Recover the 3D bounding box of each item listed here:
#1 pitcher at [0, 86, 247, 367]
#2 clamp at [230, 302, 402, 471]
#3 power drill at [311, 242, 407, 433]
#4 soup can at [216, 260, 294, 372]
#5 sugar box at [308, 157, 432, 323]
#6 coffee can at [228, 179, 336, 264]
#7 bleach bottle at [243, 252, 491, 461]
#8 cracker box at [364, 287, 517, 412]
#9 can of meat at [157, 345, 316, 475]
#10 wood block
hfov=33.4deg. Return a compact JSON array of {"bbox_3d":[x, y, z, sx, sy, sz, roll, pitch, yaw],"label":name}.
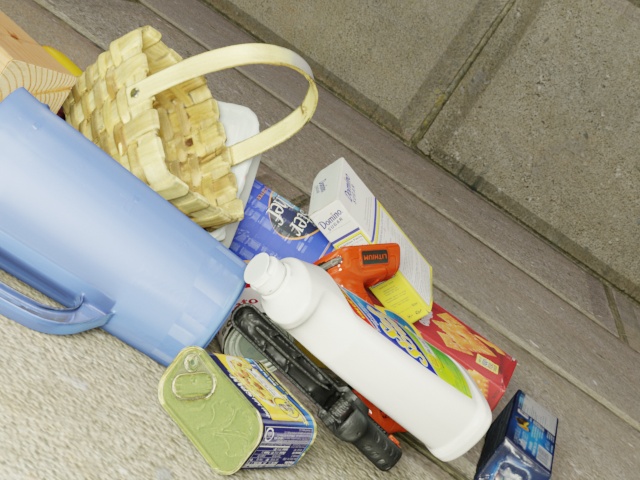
[{"bbox_3d":[-0.186,0.005,0.855,0.242,0.149,0.145,36,-2,-9],"label":"pitcher"},{"bbox_3d":[0.011,0.135,0.891,0.165,0.036,0.209,43,-4,35],"label":"clamp"},{"bbox_3d":[0.072,0.096,1.057,0.184,0.057,0.188,-2,66,-49],"label":"power drill"},{"bbox_3d":[-0.068,0.072,0.989,0.068,0.068,0.102,27,16,-27],"label":"soup can"},{"bbox_3d":[0.057,0.003,1.162,0.176,0.048,0.093,48,25,-21],"label":"sugar box"},{"bbox_3d":[-0.058,0.001,1.178,0.140,0.103,0.102,34,14,-2],"label":"coffee can"},{"bbox_3d":[0.036,0.090,0.897,0.250,0.068,0.103,37,15,-32],"label":"bleach bottle"},{"bbox_3d":[0.124,0.120,1.263,0.214,0.072,0.164,36,14,10],"label":"cracker box"},{"bbox_3d":[-0.062,0.131,0.824,0.102,0.057,0.083,43,14,31],"label":"can of meat"},{"bbox_3d":[-0.330,-0.174,0.951,0.206,0.090,0.090,41,14,21],"label":"wood block"}]
